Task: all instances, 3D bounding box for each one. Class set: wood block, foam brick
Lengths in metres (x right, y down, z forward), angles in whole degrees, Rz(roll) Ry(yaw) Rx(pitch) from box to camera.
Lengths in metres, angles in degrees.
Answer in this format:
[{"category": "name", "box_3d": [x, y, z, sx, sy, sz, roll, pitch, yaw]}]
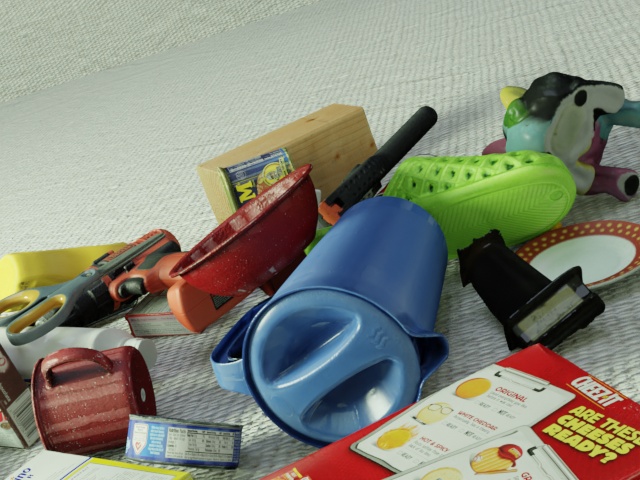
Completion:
[{"category": "wood block", "box_3d": [-0.038, -0.091, 1.343, 0.205, 0.090, 0.091, -27, 20, -19]}, {"category": "foam brick", "box_3d": [-0.041, 0.024, 1.103, 0.053, 0.051, 0.078, -26, 21, -16]}]

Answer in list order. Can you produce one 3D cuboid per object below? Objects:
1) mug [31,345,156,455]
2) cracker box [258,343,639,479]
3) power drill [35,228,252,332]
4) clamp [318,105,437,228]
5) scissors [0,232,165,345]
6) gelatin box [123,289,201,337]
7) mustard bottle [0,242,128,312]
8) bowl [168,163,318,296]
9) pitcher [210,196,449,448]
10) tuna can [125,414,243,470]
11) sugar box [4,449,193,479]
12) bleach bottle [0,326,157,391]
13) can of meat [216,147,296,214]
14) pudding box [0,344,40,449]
[{"category": "mug", "box_3d": [-0.190, 0.127, 0.890, 0.081, 0.117, 0.093, -13, 44, 3]}, {"category": "cracker box", "box_3d": [0.087, 0.156, 0.616, 0.213, 0.072, 0.164, -24, 21, -13]}, {"category": "power drill", "box_3d": [-0.171, 0.046, 1.067, 0.188, 0.057, 0.184, 4, 33, 42]}, {"category": "clamp", "box_3d": [0.052, -0.068, 1.134, 0.165, 0.036, 0.209, -49, -3, 23]}, {"category": "scissors", "box_3d": [-0.245, 0.040, 1.045, 0.096, 0.016, 0.201, 4, 31, 30]}, {"category": "gelatin box", "box_3d": [-0.148, 0.070, 1.114, 0.089, 0.030, 0.073, -7, 25, 29]}, {"category": "mustard bottle", "box_3d": [-0.267, 0.038, 1.216, 0.191, 0.058, 0.096, -7, -22, -32]}, {"category": "bowl", "box_3d": [-0.056, 0.001, 0.953, 0.162, 0.055, 0.162, -37, 8, 6]}, {"category": "pitcher", "box_3d": [0.024, 0.053, 0.864, 0.145, 0.149, 0.242, -59, -1, 26]}, {"category": "tuna can", "box_3d": [-0.101, 0.150, 0.795, 0.086, 0.034, 0.086, 5, -9, 1]}, {"category": "sugar box", "box_3d": [-0.176, 0.202, 0.777, 0.177, 0.048, 0.093, -5, 23, 43]}, {"category": "bleach bottle", "box_3d": [-0.270, 0.114, 1.021, 0.251, 0.102, 0.068, -7, 66, 28]}, {"category": "can of meat", "box_3d": [-0.064, -0.050, 1.245, 0.084, 0.102, 0.057, -20, 20, -8]}, {"category": "pudding box", "box_3d": [-0.309, 0.136, 0.969, 0.090, 0.113, 0.039, -4, 30, 36]}]
